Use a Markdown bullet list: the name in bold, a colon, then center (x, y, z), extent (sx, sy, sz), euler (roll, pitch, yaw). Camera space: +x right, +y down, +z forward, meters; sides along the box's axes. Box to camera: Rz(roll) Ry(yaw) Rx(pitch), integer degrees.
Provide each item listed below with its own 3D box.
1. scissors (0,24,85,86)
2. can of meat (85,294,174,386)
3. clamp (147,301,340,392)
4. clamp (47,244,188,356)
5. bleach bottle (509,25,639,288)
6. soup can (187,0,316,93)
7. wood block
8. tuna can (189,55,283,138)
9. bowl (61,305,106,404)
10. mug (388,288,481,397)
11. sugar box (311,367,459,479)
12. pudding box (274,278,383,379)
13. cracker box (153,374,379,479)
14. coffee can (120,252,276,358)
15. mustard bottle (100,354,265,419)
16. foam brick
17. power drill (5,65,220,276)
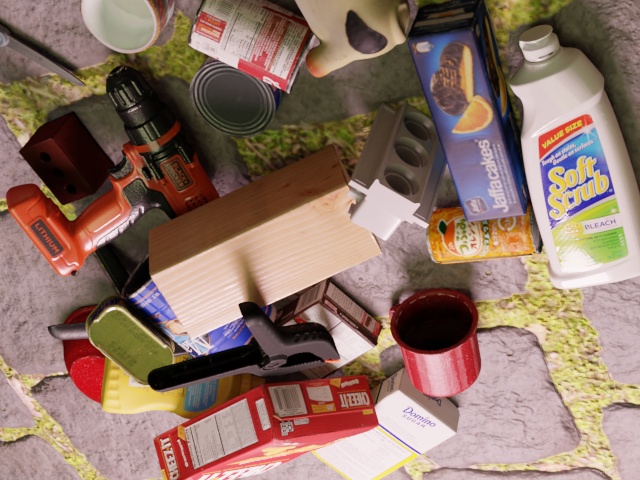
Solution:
- **scissors**: center (-0.338, -0.201, 1.076), extent (0.201, 0.016, 0.096), euler (42, 131, -18)
- **can of meat**: center (-0.206, 0.110, 1.162), extent (0.102, 0.057, 0.084), euler (42, 174, -10)
- **clamp**: center (-0.051, 0.107, 1.090), extent (0.209, 0.036, 0.165), euler (2, 149, -40)
- **clamp**: center (-0.213, 0.077, 1.225), extent (0.171, 0.120, 0.039), euler (19, 174, -13)
- **bleach bottle**: center (0.222, -0.075, 0.959), extent (0.103, 0.068, 0.250), euler (-11, 122, 26)
- **soup can**: center (-0.060, -0.184, 0.958), extent (0.102, 0.068, 0.069), euler (25, 133, -2)
- **wood block**: center (-0.057, 0.001, 1.050), extent (0.206, 0.090, 0.090), euler (-25, 121, 6)
- **tuna can**: center (-0.080, -0.143, 1.023), extent (0.086, 0.033, 0.086), euler (10, 132, 11)
- **bowl**: center (-0.258, 0.158, 1.330), extent (0.162, 0.055, 0.162), euler (10, 132, 11)
- **mug**: center (0.118, 0.108, 1.142), extent (0.117, 0.093, 0.081), euler (27, 148, 39)
- **sugar box**: center (0.075, 0.227, 1.281), extent (0.093, 0.048, 0.176), euler (38, 127, -14)
- **pudding box**: center (0.000, 0.105, 1.206), extent (0.090, 0.039, 0.114), euler (40, 132, -18)
- **cracker box**: center (-0.064, 0.224, 1.241), extent (0.163, 0.072, 0.214), euler (2, 155, -44)
- **coffee can**: center (-0.133, 0.068, 1.177), extent (0.140, 0.102, 0.103), euler (42, 130, -18)
- **mustard bottle**: center (-0.160, 0.163, 1.268), extent (0.191, 0.096, 0.058), euler (7, 168, -14)
- **foam brick**: center (-0.267, -0.085, 1.126), extent (0.053, 0.051, 0.078), euler (-17, 122, 31)
- **power drill**: center (-0.217, -0.062, 1.074), extent (0.187, 0.057, 0.184), euler (-29, 118, 3)
